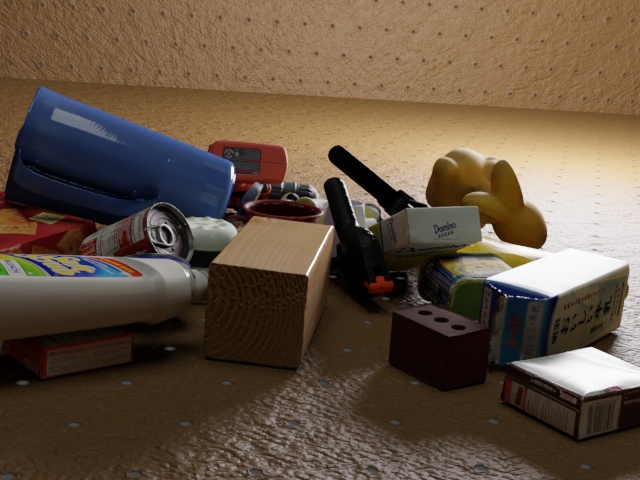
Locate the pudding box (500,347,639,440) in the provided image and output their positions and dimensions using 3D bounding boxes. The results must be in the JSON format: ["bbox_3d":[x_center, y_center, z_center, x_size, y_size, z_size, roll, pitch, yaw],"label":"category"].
[{"bbox_3d":[0.224,0.126,0.901,0.113,0.039,0.090,-3,15,-35],"label":"pudding box"}]

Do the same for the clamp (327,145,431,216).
[{"bbox_3d":[0.095,-0.051,1.387,0.165,0.036,0.209,38,0,21],"label":"clamp"}]

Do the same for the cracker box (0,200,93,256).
[{"bbox_3d":[-0.362,0.015,1.087,0.164,0.072,0.213,11,16,26],"label":"cracker box"}]

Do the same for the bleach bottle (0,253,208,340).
[{"bbox_3d":[-0.214,0.043,0.914,0.250,0.068,0.103,-2,16,-35],"label":"bleach bottle"}]

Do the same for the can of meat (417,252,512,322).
[{"bbox_3d":[0.167,0.052,1.148,0.102,0.057,0.084,0,17,-17],"label":"can of meat"}]

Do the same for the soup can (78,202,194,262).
[{"bbox_3d":[-0.189,0.010,1.090,0.102,0.068,0.068,-22,-1,30],"label":"soup can"}]

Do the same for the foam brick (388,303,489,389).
[{"bbox_3d":[0.106,0.095,0.960,0.052,0.051,0.078,-7,18,-38],"label":"foam brick"}]

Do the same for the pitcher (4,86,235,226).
[{"bbox_3d":[-0.225,-0.070,1.201,0.242,0.149,0.145,18,-26,-10],"label":"pitcher"}]

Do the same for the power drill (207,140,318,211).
[{"bbox_3d":[-0.088,-0.081,1.473,0.184,0.057,0.188,3,-14,-5],"label":"power drill"}]

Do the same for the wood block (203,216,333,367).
[{"bbox_3d":[-0.046,0.044,1.036,0.091,0.090,0.206,6,13,5],"label":"wood block"}]

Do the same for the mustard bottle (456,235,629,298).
[{"bbox_3d":[0.257,0.039,1.227,0.192,0.058,0.096,13,10,28],"label":"mustard bottle"}]

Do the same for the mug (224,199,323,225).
[{"bbox_3d":[-0.058,0.002,1.222,0.117,0.081,0.093,4,14,-2],"label":"mug"}]

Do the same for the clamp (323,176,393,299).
[{"bbox_3d":[0.034,0.020,1.195,0.039,0.120,0.171,-10,39,-13],"label":"clamp"}]

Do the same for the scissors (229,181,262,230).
[{"bbox_3d":[-0.110,-0.025,1.422,0.016,0.096,0.202,34,-17,-1],"label":"scissors"}]

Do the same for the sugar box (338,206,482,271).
[{"bbox_3d":[0.099,0.002,1.213,0.093,0.048,0.176,-2,-8,-23],"label":"sugar box"}]

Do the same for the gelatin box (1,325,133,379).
[{"bbox_3d":[-0.218,0.089,0.922,0.089,0.030,0.073,-8,20,-41],"label":"gelatin box"}]
